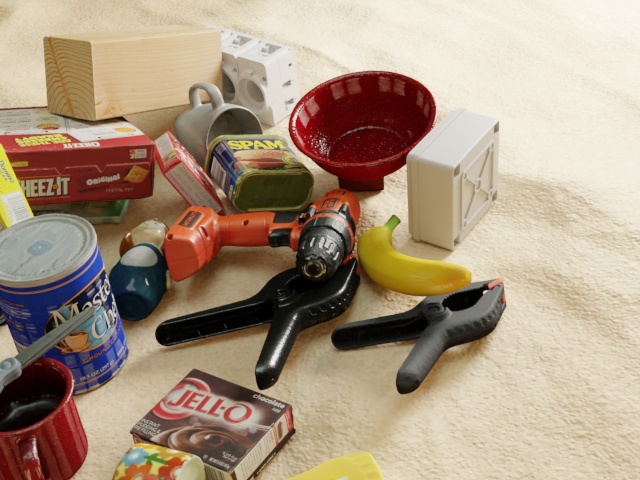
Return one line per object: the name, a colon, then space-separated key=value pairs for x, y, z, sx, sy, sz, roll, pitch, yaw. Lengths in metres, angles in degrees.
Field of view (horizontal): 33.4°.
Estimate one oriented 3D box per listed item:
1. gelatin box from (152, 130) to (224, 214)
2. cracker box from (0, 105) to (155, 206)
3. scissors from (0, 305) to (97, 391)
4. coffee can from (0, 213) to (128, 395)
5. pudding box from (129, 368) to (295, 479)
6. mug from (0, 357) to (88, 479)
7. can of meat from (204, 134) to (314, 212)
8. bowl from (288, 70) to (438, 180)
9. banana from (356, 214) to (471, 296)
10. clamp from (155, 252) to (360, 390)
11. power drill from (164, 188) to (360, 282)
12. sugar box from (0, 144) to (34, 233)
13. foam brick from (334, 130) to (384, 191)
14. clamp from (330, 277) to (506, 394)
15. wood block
gelatin box: x=-0.149 y=-0.071 z=1.201 sx=0.030 sy=0.089 sz=0.073 roll=-36 pitch=37 yaw=5
cracker box: x=-0.299 y=-0.102 z=1.230 sx=0.164 sy=0.072 sz=0.214 roll=-6 pitch=21 yaw=-24
scissors: x=-0.259 y=0.122 z=0.885 sx=0.201 sy=0.016 sz=0.096 roll=-26 pitch=41 yaw=-22
coffee can: x=-0.245 y=0.060 z=0.999 sx=0.103 sy=0.140 sz=0.103 roll=-6 pitch=36 yaw=4
pudding box: x=-0.092 y=0.163 z=0.916 sx=0.114 sy=0.039 sz=0.089 roll=17 pitch=42 yaw=29
mug: x=-0.244 y=0.167 z=0.905 sx=0.093 sy=0.081 sz=0.117 roll=-17 pitch=37 yaw=-12
can of meat: x=-0.068 y=-0.075 z=1.201 sx=0.101 sy=0.057 sz=0.084 roll=-4 pitch=34 yaw=-28
bowl: x=0.048 y=-0.115 z=1.160 sx=0.162 sy=0.055 sz=0.162 roll=-6 pitch=45 yaw=6
banana: x=0.079 y=0.019 z=1.048 sx=0.069 sy=0.037 sz=0.198 roll=-42 pitch=26 yaw=-1
clamp: x=-0.046 y=0.066 z=1.033 sx=0.165 sy=0.036 sz=0.209 roll=12 pitch=34 yaw=39
power drill: x=-0.057 y=0.001 z=1.074 sx=0.188 sy=0.057 sz=0.184 roll=-4 pitch=18 yaw=12
sugar box: x=-0.387 y=-0.025 z=1.121 sx=0.177 sy=0.093 sz=0.048 roll=-22 pitch=1 yaw=32
foam brick: x=0.047 y=-0.099 z=1.229 sx=0.053 sy=0.051 sz=0.078 roll=-3 pitch=37 yaw=8
clamp: x=0.107 y=0.084 z=0.980 sx=0.171 sy=0.039 sz=0.120 roll=-22 pitch=34 yaw=-14
wood block: x=-0.222 y=-0.206 z=1.290 sx=0.090 sy=0.091 sz=0.205 roll=14 pitch=22 yaw=37
